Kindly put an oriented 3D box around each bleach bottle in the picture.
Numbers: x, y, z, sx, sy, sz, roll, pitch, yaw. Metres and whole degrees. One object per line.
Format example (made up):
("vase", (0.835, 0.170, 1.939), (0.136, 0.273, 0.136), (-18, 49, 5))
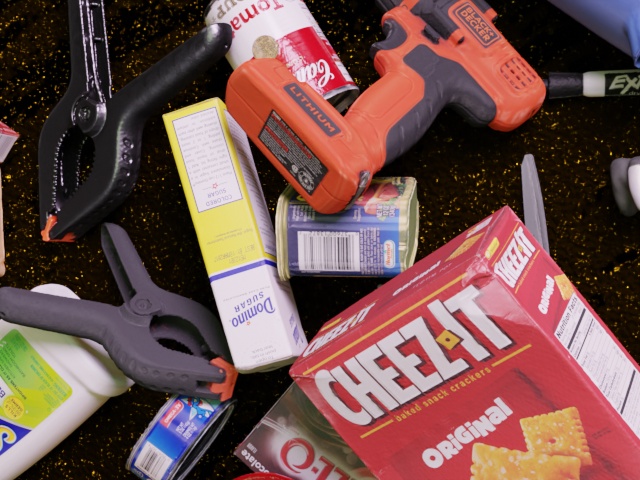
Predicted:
("bleach bottle", (-0.255, 0.150, 0.793), (0.251, 0.068, 0.102), (-45, 82, 11))

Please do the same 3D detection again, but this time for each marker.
("marker", (0.208, -0.106, 0.712), (0.121, 0.020, 0.020), (0, 90, 12))

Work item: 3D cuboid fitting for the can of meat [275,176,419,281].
("can of meat", (0.021, -0.010, 0.711), (0.084, 0.102, 0.057), (1, 107, 9))

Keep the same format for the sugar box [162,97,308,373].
("sugar box", (-0.055, 0.001, 0.722), (0.048, 0.093, 0.176), (-15, 81, 5))

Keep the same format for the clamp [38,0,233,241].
("clamp", (-0.147, -0.090, 0.759), (0.165, 0.036, 0.210), (26, 104, 34))

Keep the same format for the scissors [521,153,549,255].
("scissors", (0.138, 0.050, 0.726), (0.096, 0.016, 0.202), (-33, 62, 38))

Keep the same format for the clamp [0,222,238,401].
("clamp", (-0.134, 0.057, 0.726), (0.172, 0.120, 0.039), (36, 139, 26))

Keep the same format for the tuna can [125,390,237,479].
("tuna can", (-0.096, 0.134, 0.745), (0.034, 0.086, 0.086), (36, 97, 8))

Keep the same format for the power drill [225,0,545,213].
("power drill", (0.032, -0.116, 0.684), (0.187, 0.057, 0.184), (-36, 79, -29))

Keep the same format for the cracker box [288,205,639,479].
("cracker box", (0.110, 0.112, 0.646), (0.164, 0.072, 0.213), (-36, 97, 35))

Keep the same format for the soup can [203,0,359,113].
("soup can", (-0.028, -0.128, 0.738), (0.068, 0.068, 0.102), (-32, 83, 10))

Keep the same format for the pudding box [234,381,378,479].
("pudding box", (0.011, 0.150, 0.746), (0.113, 0.039, 0.090), (41, 99, 9))
